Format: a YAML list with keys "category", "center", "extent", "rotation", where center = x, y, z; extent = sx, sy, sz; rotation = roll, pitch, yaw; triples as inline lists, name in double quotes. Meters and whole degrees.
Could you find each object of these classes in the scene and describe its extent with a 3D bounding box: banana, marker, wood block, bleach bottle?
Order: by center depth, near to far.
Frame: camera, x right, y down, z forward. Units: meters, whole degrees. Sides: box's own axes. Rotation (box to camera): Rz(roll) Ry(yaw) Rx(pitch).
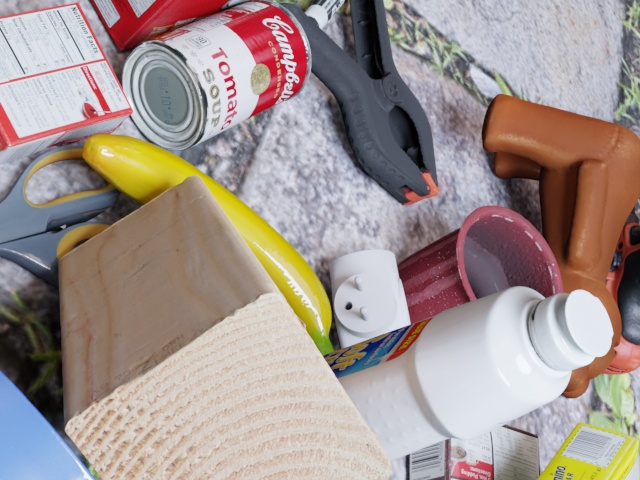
- category: "wood block"
  center: [-0.054, 0.049, 0.473]
  extent: [0.090, 0.206, 0.091]
  rotation: [-33, 110, -4]
- category: "bleach bottle"
  center: [0.036, 0.074, 0.519]
  extent: [0.102, 0.251, 0.068]
  rotation: [-28, 88, -45]
- category: "banana"
  center: [-0.054, -0.003, 0.615]
  extent: [0.197, 0.037, 0.070]
  rotation: [42, 9, -21]
- category: "marker"
  center: [0.005, -0.173, 0.779]
  extent: [0.020, 0.020, 0.121]
  rotation: [45, 47, -14]

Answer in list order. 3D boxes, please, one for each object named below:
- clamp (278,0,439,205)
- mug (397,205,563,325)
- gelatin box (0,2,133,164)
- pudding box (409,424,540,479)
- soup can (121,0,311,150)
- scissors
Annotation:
- category: "clamp"
  center: [0.029, -0.102, 0.740]
  extent: [0.120, 0.039, 0.171]
  rotation: [-22, 90, -43]
- category: "mug"
  center: [0.097, 0.044, 0.703]
  extent: [0.093, 0.082, 0.117]
  rotation: [32, 53, -22]
- category: "gelatin box"
  center: [-0.157, -0.087, 0.590]
  extent: [0.089, 0.030, 0.073]
  rotation: [-25, 85, -45]
- category: "pudding box"
  center: [0.099, 0.170, 0.676]
  extent: [0.089, 0.039, 0.113]
  rotation: [23, 58, -34]
- category: "soup can"
  center: [-0.062, -0.102, 0.651]
  extent: [0.102, 0.069, 0.068]
  rotation: [-34, 93, -45]
- category: "scissors"
  center: [-0.166, 0.012, 0.543]
  extent: [0.201, 0.016, 0.096]
  rotation: [-37, 95, -44]
